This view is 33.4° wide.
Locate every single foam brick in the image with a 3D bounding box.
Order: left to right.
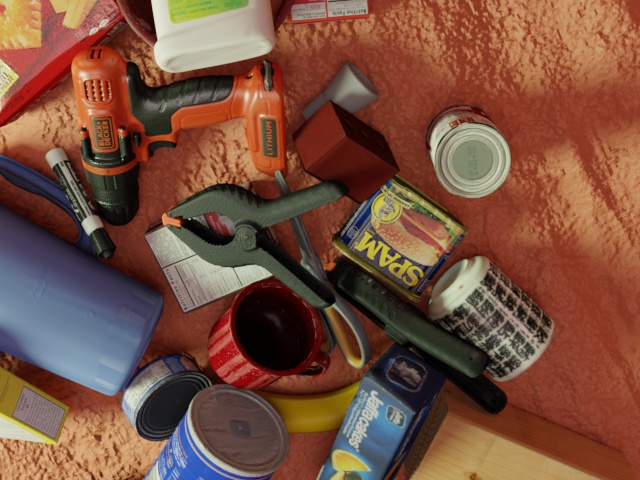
[{"bbox_3d":[0.022,-0.079,0.957,0.051,0.053,0.078,-41,136,23],"label":"foam brick"}]

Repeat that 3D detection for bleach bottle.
[{"bbox_3d":[-0.106,-0.272,0.873,0.102,0.068,0.251,-11,86,-1],"label":"bleach bottle"}]

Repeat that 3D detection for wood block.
[{"bbox_3d":[0.194,0.224,1.042,0.206,0.090,0.091,24,106,-5],"label":"wood block"}]

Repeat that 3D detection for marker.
[{"bbox_3d":[-0.222,-0.034,0.991,0.020,0.020,0.121,-35,72,11],"label":"marker"}]

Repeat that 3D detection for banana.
[{"bbox_3d":[-0.003,0.157,1.060,0.198,0.037,0.069,-15,86,5],"label":"banana"}]

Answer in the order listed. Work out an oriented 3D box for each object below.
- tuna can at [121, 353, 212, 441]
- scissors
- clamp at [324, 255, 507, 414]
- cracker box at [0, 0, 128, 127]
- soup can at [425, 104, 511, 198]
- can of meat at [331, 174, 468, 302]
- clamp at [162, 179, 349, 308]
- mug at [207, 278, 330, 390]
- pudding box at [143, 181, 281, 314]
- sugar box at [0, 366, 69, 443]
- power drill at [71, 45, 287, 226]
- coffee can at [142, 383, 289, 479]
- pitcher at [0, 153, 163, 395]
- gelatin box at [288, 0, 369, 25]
[{"bbox_3d":[-0.149,0.152,1.039,0.086,0.034,0.086,-24,137,-25],"label":"tuna can"},{"bbox_3d":[-0.014,0.033,1.008,0.016,0.096,0.202,-32,97,-33],"label":"scissors"},{"bbox_3d":[0.087,0.086,0.994,0.210,0.164,0.036,35,80,32],"label":"clamp"},{"bbox_3d":[-0.290,-0.232,0.940,0.164,0.072,0.213,-37,101,11],"label":"cracker box"},{"bbox_3d":[0.130,-0.081,0.951,0.068,0.102,0.068,1,105,2],"label":"soup can"},{"bbox_3d":[0.075,-0.006,0.999,0.102,0.057,0.084,35,101,-8],"label":"can of meat"},{"bbox_3d":[-0.056,0.001,0.961,0.172,0.039,0.120,4,105,16],"label":"clamp"},{"bbox_3d":[-0.046,0.098,1.006,0.117,0.093,0.082,26,149,-15],"label":"mug"},{"bbox_3d":[-0.099,0.008,1.019,0.113,0.039,0.090,-23,104,10],"label":"pudding box"},{"bbox_3d":[-0.326,0.137,0.993,0.093,0.048,0.176,1,150,29],"label":"sugar box"},{"bbox_3d":[-0.124,-0.091,0.965,0.187,0.057,0.184,-3,132,-4],"label":"power drill"},{"bbox_3d":[-0.105,0.221,1.025,0.102,0.102,0.140,29,123,-6],"label":"coffee can"},{"bbox_3d":[-0.270,0.038,0.995,0.242,0.145,0.149,27,117,-9],"label":"pitcher"},{"bbox_3d":[0.005,-0.239,0.949,0.073,0.030,0.089,-5,105,2],"label":"gelatin box"}]
